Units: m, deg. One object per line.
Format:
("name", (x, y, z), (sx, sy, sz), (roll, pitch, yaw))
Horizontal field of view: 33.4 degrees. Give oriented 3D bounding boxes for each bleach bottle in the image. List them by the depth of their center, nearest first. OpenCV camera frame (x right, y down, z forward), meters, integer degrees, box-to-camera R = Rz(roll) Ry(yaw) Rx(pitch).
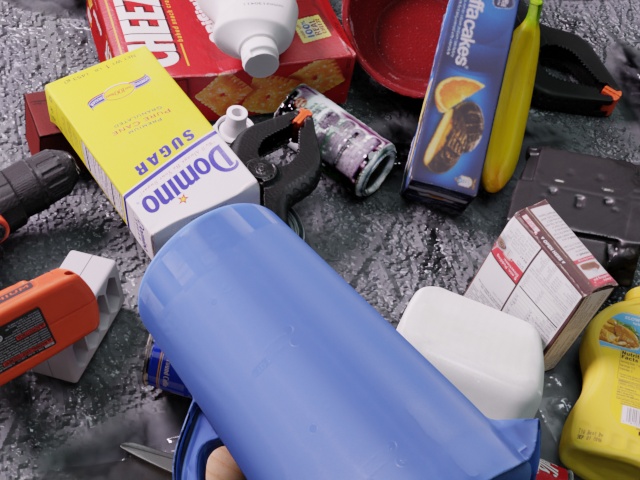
("bleach bottle", (-0.082, -0.242, 0.940), (0.102, 0.068, 0.251), (-5, 54, -13))

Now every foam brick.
("foam brick", (-0.204, -0.094, 0.896), (0.078, 0.051, 0.053), (-13, 55, -22))

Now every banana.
("banana", (0.173, -0.125, 0.987), (0.037, 0.069, 0.197), (8, 71, 17))

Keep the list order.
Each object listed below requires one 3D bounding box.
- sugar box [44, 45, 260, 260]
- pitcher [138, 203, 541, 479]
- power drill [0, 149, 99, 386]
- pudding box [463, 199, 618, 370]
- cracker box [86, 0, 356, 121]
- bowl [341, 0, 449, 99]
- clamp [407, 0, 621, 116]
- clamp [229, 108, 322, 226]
("sugar box", (-0.130, -0.069, 0.817), (0.093, 0.048, 0.176), (-28, 56, -22))
("pitcher", (-0.010, 0.097, 0.613), (0.148, 0.145, 0.243), (-13, 48, -42))
("power drill", (-0.229, 0.015, 0.759), (0.184, 0.057, 0.188), (-32, 41, -18))
("pudding box", (0.167, 0.040, 0.830), (0.039, 0.114, 0.090), (-18, 58, -31))
("cracker box", (-0.095, -0.192, 0.984), (0.213, 0.072, 0.164), (-9, 54, -18))
("bowl", (0.098, -0.203, 1.010), (0.162, 0.055, 0.162), (1, 79, -3))
("clamp", (0.209, -0.198, 1.073), (0.210, 0.036, 0.164), (28, 61, 10))
("clamp", (-0.059, -0.045, 0.852), (0.120, 0.039, 0.171), (21, 51, 1))
